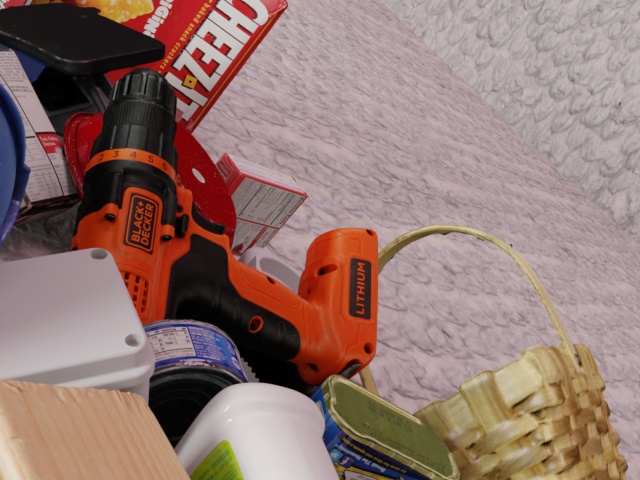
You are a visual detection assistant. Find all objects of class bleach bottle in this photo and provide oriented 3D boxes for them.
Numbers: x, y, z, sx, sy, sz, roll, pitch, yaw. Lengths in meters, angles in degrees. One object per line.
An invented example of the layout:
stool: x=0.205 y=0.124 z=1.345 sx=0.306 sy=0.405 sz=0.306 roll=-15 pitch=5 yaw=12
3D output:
bleach bottle: x=-0.003 y=0.181 z=0.448 sx=0.068 sy=0.103 sz=0.251 roll=19 pitch=26 yaw=-36

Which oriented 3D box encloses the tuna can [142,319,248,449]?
tuna can: x=-0.079 y=0.084 z=0.556 sx=0.086 sy=0.086 sz=0.034 roll=25 pitch=25 yaw=-37

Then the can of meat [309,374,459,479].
can of meat: x=0.017 y=0.137 z=0.622 sx=0.102 sy=0.084 sz=0.057 roll=31 pitch=21 yaw=-24

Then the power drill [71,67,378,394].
power drill: x=-0.054 y=0.001 z=0.632 sx=0.187 sy=0.057 sz=0.184 roll=21 pitch=55 yaw=-27

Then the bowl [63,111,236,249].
bowl: x=-0.106 y=-0.033 z=0.744 sx=0.162 sy=0.055 sz=0.162 roll=54 pitch=14 yaw=-21

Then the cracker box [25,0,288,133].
cracker box: x=-0.162 y=-0.221 z=0.975 sx=0.213 sy=0.164 sz=0.072 roll=32 pitch=22 yaw=-21

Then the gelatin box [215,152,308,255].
gelatin box: x=-0.064 y=-0.027 z=0.859 sx=0.089 sy=0.073 sz=0.030 roll=14 pitch=31 yaw=-52
